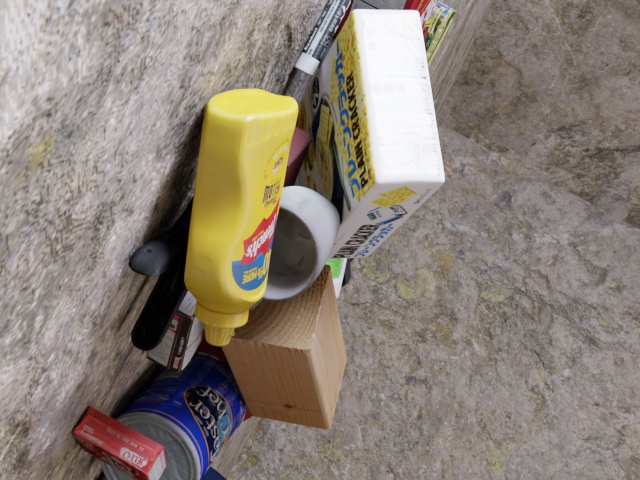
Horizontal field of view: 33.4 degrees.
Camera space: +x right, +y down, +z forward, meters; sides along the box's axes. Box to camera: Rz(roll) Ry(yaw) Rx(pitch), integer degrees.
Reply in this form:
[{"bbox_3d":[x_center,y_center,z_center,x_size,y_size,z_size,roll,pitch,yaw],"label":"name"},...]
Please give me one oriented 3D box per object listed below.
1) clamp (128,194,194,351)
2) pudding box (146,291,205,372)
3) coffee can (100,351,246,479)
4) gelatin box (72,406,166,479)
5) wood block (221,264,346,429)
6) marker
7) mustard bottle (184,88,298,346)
[{"bbox_3d":[-0.101,-0.004,0.838,0.171,0.039,0.120,-61,175,-27],"label":"clamp"},{"bbox_3d":[-0.116,0.055,0.998,0.090,0.039,0.113,109,8,-46],"label":"pudding box"},{"bbox_3d":[-0.144,0.187,1.067,0.103,0.103,0.140,-64,175,25],"label":"coffee can"},{"bbox_3d":[-0.172,0.181,0.924,0.030,0.073,0.089,-60,175,-21],"label":"gelatin box"},{"bbox_3d":[-0.033,0.103,1.044,0.206,0.091,0.090,80,21,-60],"label":"wood block"},{"bbox_3d":[0.013,-0.205,0.960,0.121,0.020,0.020,-62,175,6],"label":"marker"},{"bbox_3d":[-0.063,-0.011,0.787,0.096,0.058,0.192,-42,145,-66],"label":"mustard bottle"}]
